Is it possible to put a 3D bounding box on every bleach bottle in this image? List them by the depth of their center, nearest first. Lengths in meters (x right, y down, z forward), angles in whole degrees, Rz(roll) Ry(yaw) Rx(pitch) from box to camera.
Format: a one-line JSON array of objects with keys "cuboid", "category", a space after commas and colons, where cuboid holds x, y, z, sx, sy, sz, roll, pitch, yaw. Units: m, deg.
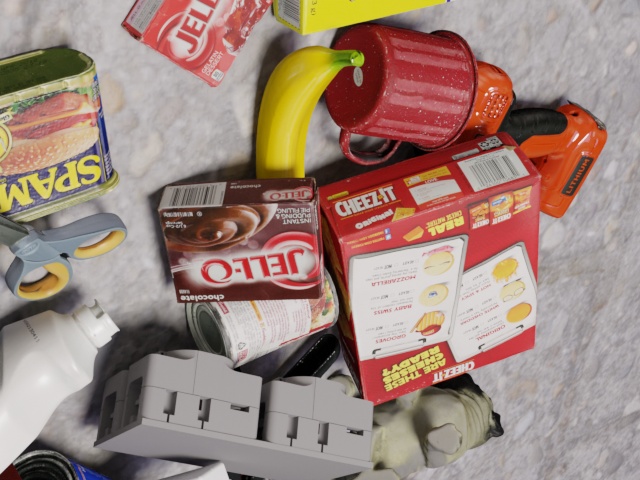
[{"cuboid": [-0.240, 0.130, 0.707, 0.250, 0.103, 0.068, -38, 132, -12], "category": "bleach bottle"}]

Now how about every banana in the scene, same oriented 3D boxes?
[{"cuboid": [-0.020, -0.067, 0.780, 0.037, 0.070, 0.198, -16, 139, -31], "category": "banana"}]

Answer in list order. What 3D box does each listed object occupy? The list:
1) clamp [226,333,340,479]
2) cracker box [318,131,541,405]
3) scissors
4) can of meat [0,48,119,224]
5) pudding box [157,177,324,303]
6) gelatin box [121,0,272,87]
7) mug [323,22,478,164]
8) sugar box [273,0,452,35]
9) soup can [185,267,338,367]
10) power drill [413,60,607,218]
[{"cuboid": [-0.062, 0.149, 0.920, 0.120, 0.039, 0.171, 14, 109, -30], "category": "clamp"}, {"cuboid": [0.091, 0.027, 0.880, 0.164, 0.072, 0.214, -18, 137, -8], "category": "cracker box"}, {"cuboid": [-0.165, -0.007, 0.659, 0.096, 0.016, 0.202, -31, 168, -18], "category": "scissors"}, {"cuboid": [-0.181, -0.064, 0.656, 0.101, 0.058, 0.084, -22, 129, -27], "category": "can of meat"}, {"cuboid": [-0.055, 0.001, 0.779, 0.113, 0.039, 0.090, -1, 127, 6], "category": "pudding box"}, {"cuboid": [-0.075, -0.155, 0.699, 0.073, 0.030, 0.089, 28, 99, -47], "category": "gelatin box"}, {"cuboid": [0.051, -0.107, 0.801, 0.081, 0.093, 0.117, 3, 130, -36], "category": "mug"}, {"cuboid": [0.050, -0.209, 0.755, 0.175, 0.048, 0.093, -18, 129, -28], "category": "sugar box"}, {"cuboid": [-0.046, 0.055, 0.844, 0.102, 0.069, 0.068, -22, 130, -27], "category": "soup can"}, {"cuboid": [0.155, -0.061, 0.938, 0.187, 0.057, 0.185, 1, 126, -42], "category": "power drill"}]
